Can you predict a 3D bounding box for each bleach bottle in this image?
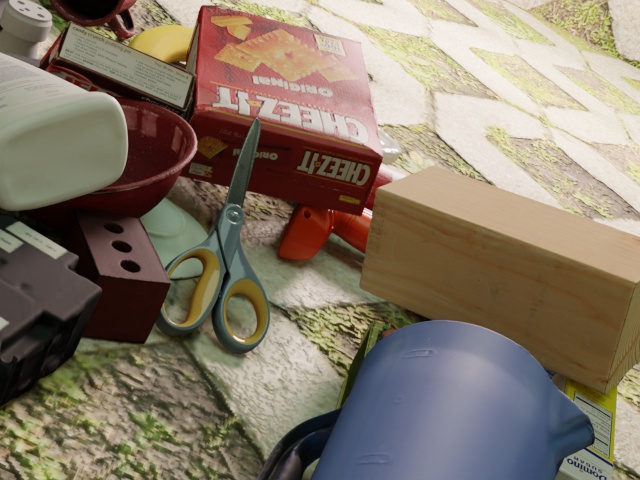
[{"bbox_3d":[-0.245,-0.102,0.753,0.102,0.068,0.251,-22,38,-36],"label":"bleach bottle"}]

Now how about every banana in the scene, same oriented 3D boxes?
[{"bbox_3d":[-0.147,-0.185,1.057,0.070,0.037,0.197,35,25,15],"label":"banana"}]

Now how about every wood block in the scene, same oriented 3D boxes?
[{"bbox_3d":[0.144,0.023,0.803,0.206,0.090,0.090,22,27,29],"label":"wood block"}]

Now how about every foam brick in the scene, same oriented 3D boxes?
[{"bbox_3d":[-0.142,0.024,0.717,0.052,0.051,0.078,10,30,-35],"label":"foam brick"}]

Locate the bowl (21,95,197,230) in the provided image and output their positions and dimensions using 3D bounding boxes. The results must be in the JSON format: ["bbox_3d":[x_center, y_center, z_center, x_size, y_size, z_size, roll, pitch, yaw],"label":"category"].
[{"bbox_3d":[-0.173,-0.052,0.793,0.162,0.055,0.162,4,31,-2],"label":"bowl"}]

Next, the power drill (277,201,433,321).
[{"bbox_3d":[0.058,0.022,0.938,0.187,0.057,0.184,28,26,-7],"label":"power drill"}]

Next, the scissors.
[{"bbox_3d":[-0.055,0.001,0.794,0.096,0.016,0.201,39,52,-12],"label":"scissors"}]

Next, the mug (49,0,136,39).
[{"bbox_3d":[-0.239,-0.276,1.179,0.117,0.093,0.081,58,16,-10],"label":"mug"}]

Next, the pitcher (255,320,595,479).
[{"bbox_3d":[0.035,0.157,0.551,0.145,0.149,0.242,35,34,2],"label":"pitcher"}]

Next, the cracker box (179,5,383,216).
[{"bbox_3d":[-0.038,-0.124,0.954,0.164,0.072,0.213,12,34,-13],"label":"cracker box"}]

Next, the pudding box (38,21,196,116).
[{"bbox_3d":[-0.169,-0.131,0.876,0.113,0.039,0.090,19,-13,-22],"label":"pudding box"}]
